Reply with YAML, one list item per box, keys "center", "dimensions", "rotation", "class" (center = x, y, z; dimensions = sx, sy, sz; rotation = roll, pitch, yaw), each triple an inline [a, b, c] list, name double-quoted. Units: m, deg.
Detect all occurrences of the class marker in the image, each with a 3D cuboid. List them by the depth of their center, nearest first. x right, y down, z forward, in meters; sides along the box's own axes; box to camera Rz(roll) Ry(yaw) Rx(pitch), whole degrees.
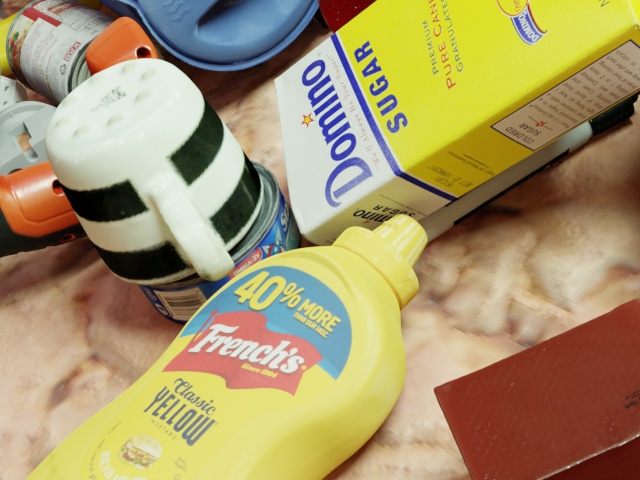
- center: [0.095, -0.038, 0.494]
  dimensions: [0.121, 0.020, 0.020]
  rotation: [-31, 39, -4]
  class: "marker"

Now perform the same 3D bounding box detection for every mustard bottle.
- center: [-0.022, 0.059, 0.428]
  dimensions: [0.096, 0.058, 0.191]
  rotation: [24, 61, 44]
  class: "mustard bottle"

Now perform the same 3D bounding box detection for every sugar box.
- center: [0.056, -0.072, 0.456]
  dimensions: [0.176, 0.048, 0.093]
  rotation: [-31, 54, 33]
  class: "sugar box"

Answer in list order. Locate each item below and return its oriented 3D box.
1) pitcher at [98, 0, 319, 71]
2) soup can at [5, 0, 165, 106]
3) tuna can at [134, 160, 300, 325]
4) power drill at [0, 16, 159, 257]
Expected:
- center: [-0.101, -0.205, 0.667]
  dimensions: [0.243, 0.149, 0.145]
  rotation: [35, 92, 45]
  class: "pitcher"
- center: [-0.150, -0.113, 0.683]
  dimensions: [0.068, 0.068, 0.102]
  rotation: [-41, 41, -16]
  class: "soup can"
- center: [-0.053, 0.001, 0.528]
  dimensions: [0.086, 0.033, 0.086]
  rotation: [-17, 40, 14]
  class: "tuna can"
- center: [-0.166, -0.043, 0.541]
  dimensions: [0.187, 0.184, 0.057]
  rotation: [-25, 38, -11]
  class: "power drill"
